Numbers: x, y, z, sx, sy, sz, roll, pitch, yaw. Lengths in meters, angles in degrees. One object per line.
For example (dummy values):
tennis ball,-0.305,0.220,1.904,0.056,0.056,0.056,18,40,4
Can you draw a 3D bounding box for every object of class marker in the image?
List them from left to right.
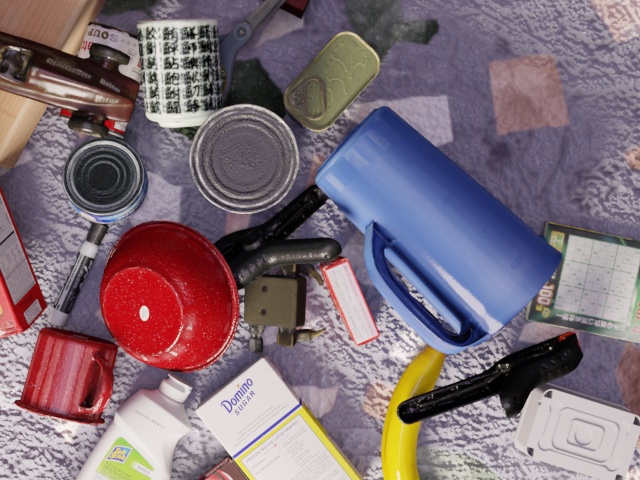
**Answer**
marker,-0.251,0.032,1.112,0.020,0.020,0.121,24,91,-3

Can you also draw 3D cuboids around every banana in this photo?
banana,0.098,0.206,1.129,0.069,0.037,0.198,-1,94,-22

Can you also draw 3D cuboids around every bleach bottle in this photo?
bleach bottle,-0.200,0.257,1.102,0.102,0.068,0.251,30,88,-4

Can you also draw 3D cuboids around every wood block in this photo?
wood block,-0.306,-0.184,1.067,0.091,0.090,0.206,29,90,-4

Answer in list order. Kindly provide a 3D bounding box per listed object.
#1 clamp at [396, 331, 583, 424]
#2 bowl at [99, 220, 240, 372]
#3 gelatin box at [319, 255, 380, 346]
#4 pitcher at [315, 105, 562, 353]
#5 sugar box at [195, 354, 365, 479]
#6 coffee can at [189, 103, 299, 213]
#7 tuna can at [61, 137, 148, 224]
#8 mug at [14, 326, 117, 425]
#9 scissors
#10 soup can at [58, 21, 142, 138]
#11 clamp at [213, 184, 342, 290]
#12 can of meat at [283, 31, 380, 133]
clamp,0.199,0.138,1.072,0.209,0.165,0.036,-20,92,-29
bowl,-0.164,0.064,1.065,0.162,0.055,0.162,6,106,22
gelatin box,0.028,0.060,1.099,0.030,0.073,0.089,-24,93,-2
pitcher,0.108,-0.012,1.071,0.243,0.149,0.145,43,103,0
sugar box,-0.041,0.215,1.116,0.093,0.048,0.176,-37,90,-1
coffee can,-0.074,-0.078,1.056,0.102,0.140,0.103,0,92,-3
tuna can,-0.221,-0.062,1.093,0.086,0.034,0.086,1,78,-4
mug,-0.246,0.137,1.073,0.093,0.117,0.081,18,85,-42
scissors,-0.098,-0.216,1.084,0.096,0.016,0.202,35,109,7
soup can,-0.218,-0.162,1.083,0.068,0.068,0.102,17,90,-3
clamp,-0.057,0.001,1.095,0.172,0.120,0.039,-17,119,14
can of meat,0.009,-0.157,1.086,0.057,0.084,0.102,42,89,-4
